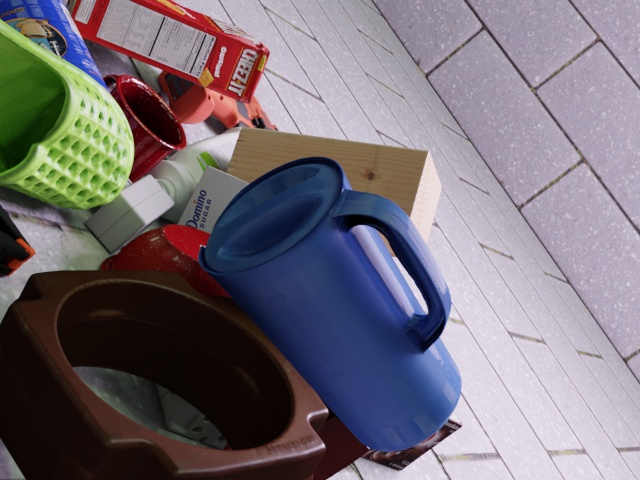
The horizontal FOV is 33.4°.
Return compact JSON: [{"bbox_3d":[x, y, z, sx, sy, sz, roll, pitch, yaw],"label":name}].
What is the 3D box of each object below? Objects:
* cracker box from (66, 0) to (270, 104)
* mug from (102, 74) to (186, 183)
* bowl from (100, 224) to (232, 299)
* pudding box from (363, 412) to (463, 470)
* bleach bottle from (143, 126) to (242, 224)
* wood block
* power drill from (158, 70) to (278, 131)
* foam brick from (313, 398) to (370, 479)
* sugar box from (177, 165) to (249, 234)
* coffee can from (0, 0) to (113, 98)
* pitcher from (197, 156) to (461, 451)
[{"bbox_3d":[-0.176,-0.238,1.206,0.213,0.072,0.164,20,14,-19],"label":"cracker box"},{"bbox_3d":[-0.198,-0.110,1.049,0.117,0.082,0.093,59,20,22],"label":"mug"},{"bbox_3d":[-0.108,0.031,0.939,0.162,0.055,0.162,24,14,-7],"label":"bowl"},{"bbox_3d":[0.084,0.194,1.123,0.113,0.090,0.039,30,27,-49],"label":"pudding box"},{"bbox_3d":[-0.129,-0.068,1.168,0.102,0.068,0.250,54,20,5],"label":"bleach bottle"},{"bbox_3d":[0.011,-0.050,1.119,0.090,0.206,0.090,58,45,-62],"label":"wood block"},{"bbox_3d":[-0.115,-0.149,1.370,0.187,0.057,0.184,33,21,-50],"label":"power drill"},{"bbox_3d":[0.002,0.180,0.974,0.051,0.078,0.053,48,18,-15],"label":"foam brick"},{"bbox_3d":[-0.057,0.001,1.032,0.176,0.093,0.048,26,-3,33],"label":"sugar box"},{"bbox_3d":[-0.253,-0.148,0.955,0.102,0.103,0.140,20,35,-58],"label":"coffee can"},{"bbox_3d":[0.026,0.059,0.870,0.242,0.145,0.149,54,-4,-29],"label":"pitcher"}]
